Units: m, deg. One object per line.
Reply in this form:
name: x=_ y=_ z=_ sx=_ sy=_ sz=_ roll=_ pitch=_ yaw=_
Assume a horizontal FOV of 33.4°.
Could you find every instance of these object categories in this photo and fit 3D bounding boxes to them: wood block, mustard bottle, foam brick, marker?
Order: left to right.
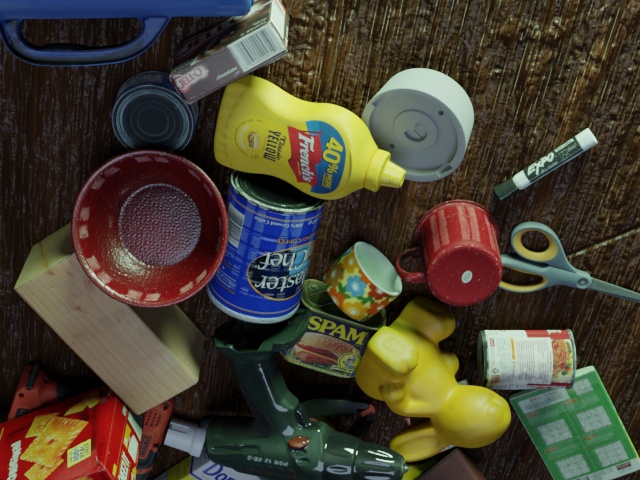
wood block: x=-0.227 y=0.082 z=1.180 sx=0.090 sy=0.091 sz=0.206 roll=-30 pitch=117 yaw=18
mustard bottle: x=-0.008 y=-0.092 z=1.056 sx=0.192 sy=0.058 sz=0.096 roll=20 pitch=122 yaw=10
foam brick: x=0.157 y=0.298 z=1.309 sx=0.078 sy=0.053 sz=0.051 roll=-40 pitch=74 yaw=9
marker: x=0.232 y=-0.077 z=1.117 sx=0.121 sy=0.020 sz=0.020 roll=-33 pitch=115 yaw=20

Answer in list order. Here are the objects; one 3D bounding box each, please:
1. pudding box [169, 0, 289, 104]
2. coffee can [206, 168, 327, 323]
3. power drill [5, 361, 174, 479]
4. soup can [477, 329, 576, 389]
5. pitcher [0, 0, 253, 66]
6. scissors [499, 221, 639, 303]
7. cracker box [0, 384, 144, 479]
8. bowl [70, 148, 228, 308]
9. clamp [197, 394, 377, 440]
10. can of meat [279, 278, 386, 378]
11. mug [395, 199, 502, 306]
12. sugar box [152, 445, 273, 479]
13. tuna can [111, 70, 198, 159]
pudding box: x=-0.085 y=-0.184 z=1.015 sx=0.114 sy=0.090 sz=0.039 roll=-24 pitch=120 yaw=14
coffee can: x=-0.057 y=0.001 z=1.120 sx=0.102 sy=0.103 sz=0.140 roll=11 pitch=121 yaw=-6
power drill: x=-0.286 y=0.234 z=1.295 sx=0.187 sy=0.057 sz=0.185 roll=17 pitch=117 yaw=-12
soup can: x=0.234 y=0.136 z=1.219 sx=0.102 sy=0.068 sz=0.068 roll=0 pitch=121 yaw=1
pitcher: x=-0.180 y=-0.249 z=0.957 sx=0.242 sy=0.145 sz=0.149 roll=2 pitch=153 yaw=-4
scissors: x=0.286 y=0.027 z=1.182 sx=0.201 sy=0.016 sz=0.096 roll=4 pitch=121 yaw=-2
cracker box: x=-0.309 y=0.254 z=1.176 sx=0.214 sy=0.164 sz=0.072 roll=-20 pitch=117 yaw=7
bowl: x=-0.171 y=-0.013 z=1.099 sx=0.162 sy=0.055 sz=0.162 roll=0 pitch=94 yaw=4
clamp: x=-0.033 y=0.236 z=1.266 sx=0.210 sy=0.036 sz=0.164 roll=-35 pitch=87 yaw=7
can of meat: x=0.011 y=0.102 z=1.209 sx=0.102 sy=0.057 sz=0.084 roll=18 pitch=122 yaw=-10
mug: x=0.138 y=0.018 z=1.140 sx=0.117 sy=0.081 sz=0.093 roll=-11 pitch=121 yaw=7
sugar box: x=-0.151 y=0.320 z=1.351 sx=0.176 sy=0.048 sz=0.093 roll=-35 pitch=115 yaw=21
tuna can: x=-0.168 y=-0.126 z=1.084 sx=0.086 sy=0.033 sz=0.086 roll=0 pitch=121 yaw=1
